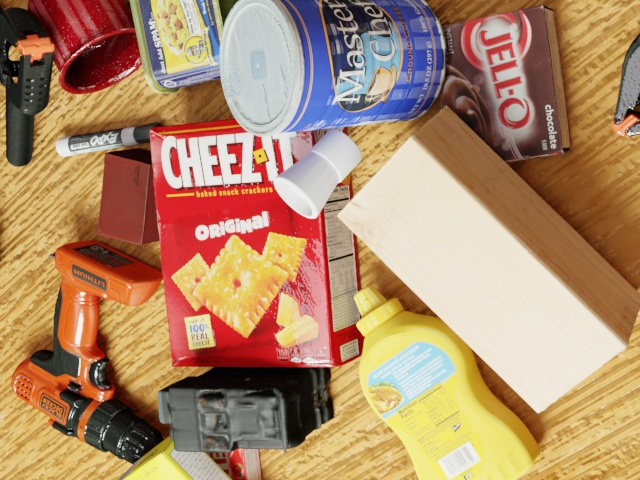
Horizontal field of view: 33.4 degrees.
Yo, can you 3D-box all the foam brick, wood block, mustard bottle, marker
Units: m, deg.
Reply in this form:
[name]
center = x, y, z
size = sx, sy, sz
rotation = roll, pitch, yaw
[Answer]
[foam brick]
center = -0.166, -0.041, 0.980
size = 0.053, 0.051, 0.078
rotation = 15, 105, 24
[wood block]
center = 0.126, 0.012, 0.786
size = 0.206, 0.090, 0.091
rotation = 44, 122, 2
[mustard bottle]
center = 0.087, 0.120, 0.868
size = 0.096, 0.058, 0.192
rotation = -39, 80, 27
[marker]
center = -0.198, -0.095, 1.006
size = 0.121, 0.020, 0.020
rotation = -5, 95, 28

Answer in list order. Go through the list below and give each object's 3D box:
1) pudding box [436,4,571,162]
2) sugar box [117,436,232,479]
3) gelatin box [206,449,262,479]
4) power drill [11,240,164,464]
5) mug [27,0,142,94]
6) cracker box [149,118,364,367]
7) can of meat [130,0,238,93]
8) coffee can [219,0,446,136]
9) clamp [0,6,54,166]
[pudding box]
center = 0.138, -0.116, 0.816
size = 0.090, 0.039, 0.113
rotation = -7, 95, 28
[sugar box]
center = -0.099, 0.260, 0.961
size = 0.176, 0.048, 0.093
rotation = 48, 126, -4
[gelatin box]
center = -0.094, 0.209, 0.992
size = 0.073, 0.030, 0.089
rotation = -3, 97, 27
[power drill]
center = -0.209, 0.107, 1.021
size = 0.185, 0.057, 0.188
rotation = 24, 108, 23
[mug]
center = -0.213, -0.187, 0.970
size = 0.081, 0.093, 0.117
rotation = 59, 154, 13
[cracker box]
center = -0.056, 0.001, 0.917
size = 0.164, 0.072, 0.214
rotation = -2, 96, 27
[can of meat]
center = -0.110, -0.186, 0.926
size = 0.084, 0.057, 0.102
rotation = -9, 94, 26
[coffee can]
center = 0.009, -0.135, 0.806
size = 0.103, 0.140, 0.103
rotation = 18, 113, 51
[clamp]
center = -0.275, -0.148, 0.977
size = 0.210, 0.036, 0.164
rotation = 10, 112, 64
